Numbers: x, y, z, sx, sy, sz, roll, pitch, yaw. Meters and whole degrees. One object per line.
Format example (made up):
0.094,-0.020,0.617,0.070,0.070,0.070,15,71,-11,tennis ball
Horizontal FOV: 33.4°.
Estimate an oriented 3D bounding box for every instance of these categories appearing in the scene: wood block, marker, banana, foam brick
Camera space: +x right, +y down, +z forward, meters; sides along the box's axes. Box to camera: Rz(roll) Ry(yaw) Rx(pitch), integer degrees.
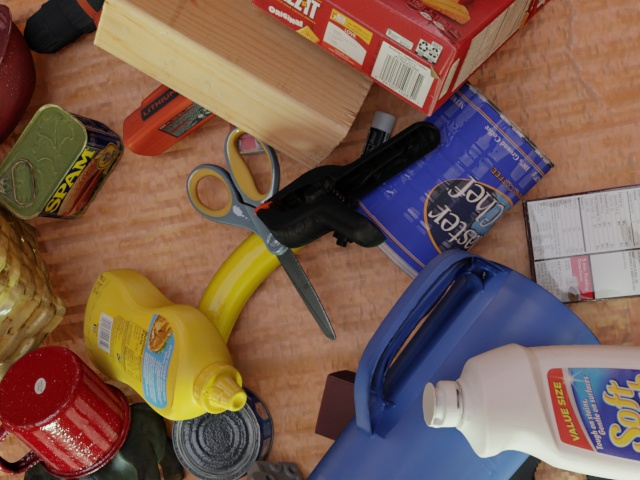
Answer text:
-0.063,-0.155,0.848,0.206,0.090,0.090,30,68,-8,wood block
0.037,-0.052,0.922,0.020,0.020,0.121,20,94,15,marker
-0.060,0.038,0.934,0.070,0.037,0.198,34,92,20,banana
0.042,0.146,0.898,0.078,0.051,0.053,16,93,16,foam brick

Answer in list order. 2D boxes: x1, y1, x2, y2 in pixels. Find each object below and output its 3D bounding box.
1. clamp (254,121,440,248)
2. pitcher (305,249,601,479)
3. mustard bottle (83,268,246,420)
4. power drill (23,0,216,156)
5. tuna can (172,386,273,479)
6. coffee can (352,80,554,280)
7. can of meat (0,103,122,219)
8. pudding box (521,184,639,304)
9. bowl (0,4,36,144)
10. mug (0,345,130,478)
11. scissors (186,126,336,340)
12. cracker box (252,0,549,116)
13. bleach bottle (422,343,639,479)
0.017,-0.039,0.828,0.120,0.172,0.039,-49,117,-28,clamp
0.087,0.134,0.797,0.149,0.145,0.242,39,76,12,pitcher
-0.128,0.097,0.899,0.192,0.058,0.096,25,111,44,mustard bottle
-0.170,-0.172,0.952,0.185,0.057,0.188,-32,72,19,power drill
-0.087,0.170,0.942,0.086,0.033,0.086,-1,88,15,tuna can
0.102,-0.045,0.860,0.140,0.102,0.103,-46,78,9,coffee can
-0.234,-0.067,0.964,0.057,0.083,0.102,38,98,13,can of meat
0.224,0.004,0.859,0.113,0.039,0.090,-7,86,13,pudding box
-0.310,-0.134,0.979,0.162,0.055,0.162,-28,46,33,bowl
-0.230,0.150,0.903,0.117,0.081,0.093,-39,49,-9,mug
-0.056,0.001,0.910,0.096,0.016,0.202,-19,79,19,scissors
0.077,-0.208,0.821,0.164,0.213,0.072,34,139,13,cracker box
0.194,0.123,0.733,0.250,0.068,0.102,3,87,-11,bleach bottle
